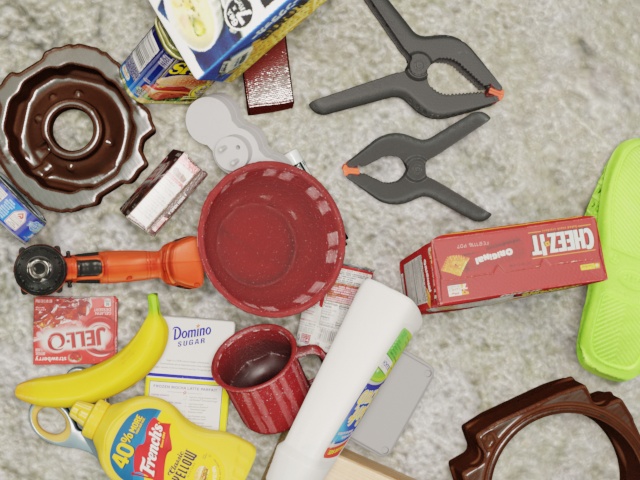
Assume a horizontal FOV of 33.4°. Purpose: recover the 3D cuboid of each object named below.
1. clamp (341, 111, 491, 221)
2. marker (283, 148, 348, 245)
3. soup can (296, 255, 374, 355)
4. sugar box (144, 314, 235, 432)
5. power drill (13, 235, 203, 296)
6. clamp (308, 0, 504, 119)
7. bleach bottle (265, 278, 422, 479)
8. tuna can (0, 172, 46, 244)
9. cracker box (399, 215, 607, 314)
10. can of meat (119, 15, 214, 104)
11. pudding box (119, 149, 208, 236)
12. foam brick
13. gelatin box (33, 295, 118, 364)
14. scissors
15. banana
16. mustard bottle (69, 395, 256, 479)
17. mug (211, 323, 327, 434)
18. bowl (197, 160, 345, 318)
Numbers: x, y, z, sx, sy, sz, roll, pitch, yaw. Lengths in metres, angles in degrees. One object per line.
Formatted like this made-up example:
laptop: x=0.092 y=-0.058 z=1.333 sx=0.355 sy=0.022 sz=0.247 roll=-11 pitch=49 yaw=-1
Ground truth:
clamp: x=0.112 y=-0.070 z=1.181 sx=0.171 sy=0.039 sz=0.120 roll=-10 pitch=90 yaw=3
marker: x=-0.004 y=-0.045 z=1.181 sx=0.020 sy=0.020 sz=0.121 roll=-30 pitch=91 yaw=-5
soup can: x=0.015 y=0.073 z=1.156 sx=0.068 sy=0.068 sz=0.102 roll=12 pitch=88 yaw=-4
sugar box: x=-0.144 y=0.171 z=1.154 sx=0.093 sy=0.048 sz=0.176 roll=5 pitch=85 yaw=-3
power drill: x=-0.217 y=0.026 z=1.092 sx=0.187 sy=0.185 sz=0.057 roll=-1 pitch=90 yaw=-14
clamp: x=0.098 y=-0.183 z=1.183 sx=0.210 sy=0.036 sz=0.164 roll=25 pitch=87 yaw=-4
bleach bottle: x=0.015 y=0.166 z=1.073 sx=0.068 sy=0.102 sz=0.250 roll=26 pitch=79 yaw=17
tuna can: x=-0.329 y=-0.038 z=1.123 sx=0.033 sy=0.086 sz=0.086 roll=-44 pitch=92 yaw=-6
cracker box: x=0.177 y=0.028 z=1.095 sx=0.164 sy=0.214 sz=0.072 roll=-9 pitch=84 yaw=-5
can of meat: x=-0.149 y=-0.187 z=1.119 sx=0.101 sy=0.084 sz=0.057 roll=-6 pitch=65 yaw=-47
pudding box: x=-0.166 y=-0.051 z=1.122 sx=0.039 sy=0.114 sz=0.090 roll=41 pitch=85 yaw=-17
foam brick: x=-0.059 y=-0.180 z=1.163 sx=0.051 sy=0.053 sz=0.078 roll=-7 pitch=90 yaw=-5
gelatin box: x=-0.264 y=0.097 z=1.153 sx=0.089 sy=0.030 sz=0.073 roll=0 pitch=89 yaw=-4
scissors: x=-0.250 y=0.238 z=1.158 sx=0.096 sy=0.016 sz=0.202 roll=-18 pitch=90 yaw=-3
banana: x=-0.229 y=0.132 z=1.123 sx=0.198 sy=0.037 sz=0.069 roll=-34 pitch=89 yaw=11
mustard bottle: x=-0.169 y=0.214 z=1.097 sx=0.191 sy=0.058 sz=0.096 roll=26 pitch=85 yaw=0
mug: x=-0.046 y=0.144 z=1.115 sx=0.117 sy=0.093 sz=0.081 roll=-21 pitch=128 yaw=1
bowl: x=-0.057 y=0.001 z=1.108 sx=0.161 sy=0.055 sz=0.162 roll=3 pitch=81 yaw=-22
